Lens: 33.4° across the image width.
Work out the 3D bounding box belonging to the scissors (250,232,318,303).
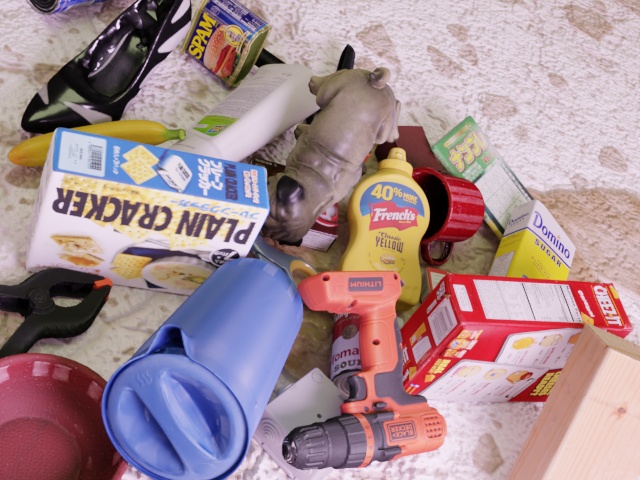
[{"bbox_3d":[-0.058,0.001,1.190,0.096,0.016,0.202,-11,73,-43],"label":"scissors"}]

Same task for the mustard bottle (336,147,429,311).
[{"bbox_3d":[0.077,-0.019,1.235,0.096,0.058,0.191,14,68,-9],"label":"mustard bottle"}]

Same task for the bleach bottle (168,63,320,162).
[{"bbox_3d":[-0.110,-0.128,1.265,0.103,0.068,0.250,7,36,42],"label":"bleach bottle"}]

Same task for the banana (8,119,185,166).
[{"bbox_3d":[-0.254,-0.112,1.191,0.197,0.070,0.037,-13,94,-25],"label":"banana"}]

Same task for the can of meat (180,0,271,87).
[{"bbox_3d":[-0.119,-0.256,1.354,0.084,0.102,0.057,37,45,4],"label":"can of meat"}]

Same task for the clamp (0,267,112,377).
[{"bbox_3d":[-0.287,0.062,1.042,0.120,0.039,0.171,50,42,13],"label":"clamp"}]

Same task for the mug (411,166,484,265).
[{"bbox_3d":[0.146,-0.028,1.299,0.081,0.093,0.117,4,88,-47],"label":"mug"}]

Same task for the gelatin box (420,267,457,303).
[{"bbox_3d":[0.156,0.080,1.252,0.073,0.030,0.089,12,48,-19],"label":"gelatin box"}]

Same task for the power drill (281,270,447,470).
[{"bbox_3d":[0.031,0.125,1.034,0.184,0.057,0.187,0,74,-37],"label":"power drill"}]

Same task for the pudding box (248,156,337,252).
[{"bbox_3d":[-0.036,-0.042,1.254,0.113,0.039,0.090,13,48,-16],"label":"pudding box"}]

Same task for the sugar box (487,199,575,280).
[{"bbox_3d":[0.257,0.037,1.307,0.093,0.048,0.176,49,45,-19],"label":"sugar box"}]

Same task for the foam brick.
[{"bbox_3d":[0.111,-0.103,1.371,0.052,0.051,0.078,0,52,-25],"label":"foam brick"}]

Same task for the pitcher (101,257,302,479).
[{"bbox_3d":[-0.096,0.120,1.004,0.145,0.149,0.242,42,27,-5],"label":"pitcher"}]

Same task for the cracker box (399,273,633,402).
[{"bbox_3d":[0.198,0.108,1.154,0.213,0.164,0.072,4,53,-24],"label":"cracker box"}]

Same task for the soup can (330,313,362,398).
[{"bbox_3d":[0.045,0.116,1.137,0.068,0.069,0.102,17,48,-13],"label":"soup can"}]

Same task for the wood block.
[{"bbox_3d":[0.270,0.202,1.071,0.090,0.206,0.090,23,11,-7],"label":"wood block"}]

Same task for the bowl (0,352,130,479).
[{"bbox_3d":[-0.251,0.181,0.944,0.162,0.055,0.162,14,48,-16],"label":"bowl"}]

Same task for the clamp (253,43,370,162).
[{"bbox_3d":[0.019,-0.185,1.405,0.164,0.036,0.210,-16,63,-36],"label":"clamp"}]
